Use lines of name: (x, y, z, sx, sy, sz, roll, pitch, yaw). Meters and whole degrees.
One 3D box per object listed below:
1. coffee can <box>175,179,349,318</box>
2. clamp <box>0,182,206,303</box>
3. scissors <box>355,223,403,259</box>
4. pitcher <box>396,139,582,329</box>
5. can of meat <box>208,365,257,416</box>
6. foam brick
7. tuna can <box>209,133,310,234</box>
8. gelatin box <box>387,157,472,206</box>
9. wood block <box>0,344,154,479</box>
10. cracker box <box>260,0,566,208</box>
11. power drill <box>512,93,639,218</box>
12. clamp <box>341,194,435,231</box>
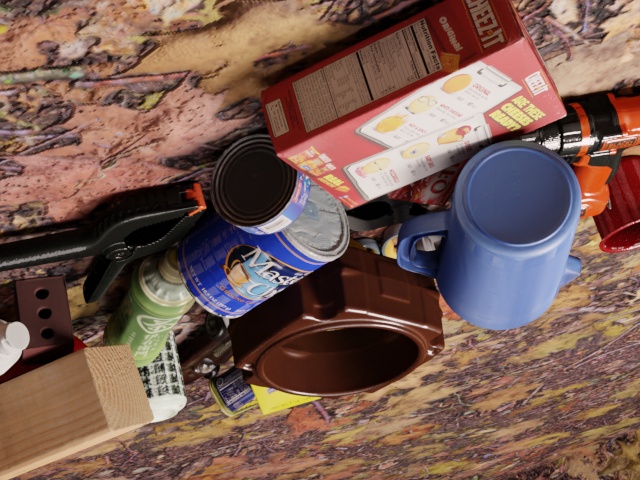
coffee can: (-0.057, 0.001, 1.034, 0.141, 0.103, 0.102, -32, 152, 35)
clamp: (-0.205, -0.001, 1.018, 0.210, 0.036, 0.164, -29, 155, 25)
scissors: (0.069, 0.031, 1.291, 0.096, 0.016, 0.202, -9, 156, -9)
pitcher: (0.166, -0.003, 1.012, 0.149, 0.145, 0.243, -39, 164, -7)
can of meat: (-0.085, 0.181, 1.406, 0.084, 0.057, 0.102, -35, 169, 20)
foam brick: (-0.288, 0.084, 1.110, 0.053, 0.078, 0.051, -6, 157, -20)
tuna can: (-0.052, -0.049, 0.944, 0.086, 0.086, 0.033, -23, 157, 17)
gelatin box: (0.109, -0.076, 1.022, 0.073, 0.030, 0.089, 6, 131, -36)
wood block: (-0.294, 0.188, 1.127, 0.206, 0.090, 0.090, -24, 170, 18)
cracker box: (0.080, -0.116, 0.893, 0.214, 0.072, 0.164, -24, 158, 17)
power drill: (0.255, -0.080, 1.101, 0.184, 0.057, 0.188, -8, 157, -9)
clamp: (0.082, -0.036, 1.109, 0.171, 0.039, 0.120, -8, 139, -13)
